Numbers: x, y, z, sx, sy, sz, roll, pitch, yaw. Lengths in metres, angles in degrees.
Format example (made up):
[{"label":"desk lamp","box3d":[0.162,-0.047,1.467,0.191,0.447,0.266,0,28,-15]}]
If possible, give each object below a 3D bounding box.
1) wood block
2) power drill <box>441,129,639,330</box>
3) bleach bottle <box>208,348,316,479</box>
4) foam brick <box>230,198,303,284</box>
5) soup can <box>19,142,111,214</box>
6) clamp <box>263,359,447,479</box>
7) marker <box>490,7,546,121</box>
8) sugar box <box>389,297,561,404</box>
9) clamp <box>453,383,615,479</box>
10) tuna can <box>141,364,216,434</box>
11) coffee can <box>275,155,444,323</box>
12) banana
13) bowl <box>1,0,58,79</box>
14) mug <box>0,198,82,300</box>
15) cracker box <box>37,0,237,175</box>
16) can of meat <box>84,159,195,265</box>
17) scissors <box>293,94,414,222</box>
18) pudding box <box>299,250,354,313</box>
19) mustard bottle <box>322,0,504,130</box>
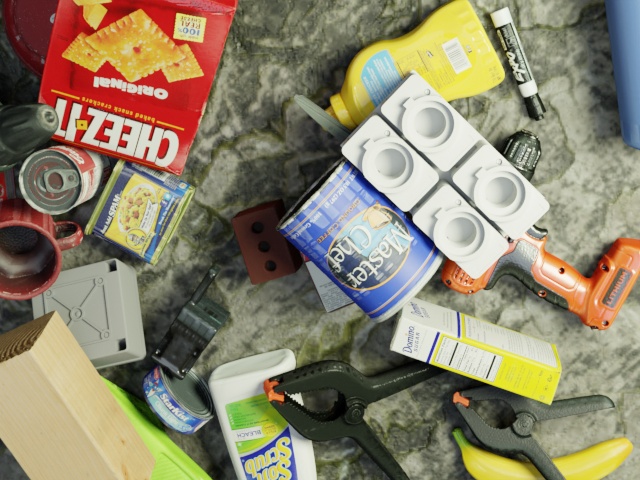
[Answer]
[{"label":"wood block","box3d":[-0.268,0.190,1.114,0.091,0.090,0.206,-25,109,14]},{"label":"power drill","box3d":[0.242,-0.002,1.119,0.187,0.057,0.184,25,105,3]},{"label":"bleach bottle","box3d":[-0.045,0.255,1.209,0.102,0.068,0.251,-15,103,9]},{"label":"foam brick","box3d":[-0.058,0.001,1.156,0.053,0.051,0.078,-17,101,11]},{"label":"soup can","box3d":[-0.270,-0.071,1.139,0.068,0.102,0.068,2,103,6]},{"label":"clamp","box3d":[0.042,0.172,1.162,0.209,0.036,0.165,21,102,-22]},{"label":"marker","box3d":[0.205,-0.180,1.100,0.020,0.020,0.121,-21,100,11]},{"label":"sugar box","box3d":[0.163,0.114,1.135,0.176,0.093,0.048,17,104,4]},{"label":"clamp","box3d":[0.224,0.211,1.162,0.171,0.039,0.120,11,76,14]},{"label":"tuna can","box3d":[-0.158,0.173,1.190,0.034,0.086,0.086,-41,95,15]},{"label":"coffee can","box3d":[0.040,-0.001,1.078,0.140,0.102,0.103,44,104,-7]},{"label":"banana","box3d":[0.244,0.249,1.184,0.198,0.037,0.069,2,103,7]},{"label":"bowl","box3d":[-0.269,-0.238,1.126,0.162,0.055,0.162,2,103,7]},{"label":"mug","box3d":[-0.315,0.002,1.152,0.117,0.081,0.093,-16,118,-6]},{"label":"cracker box","box3d":[-0.187,-0.181,1.064,0.164,0.072,0.214,16,129,-11]},{"label":"can of meat","box3d":[-0.195,-0.034,1.163,0.084,0.057,0.102,28,105,-2]},{"label":"scissors","box3d":[0.067,-0.095,1.098,0.096,0.016,0.201,-27,121,22]},{"label":"pudding box","box3d":[0.027,0.012,1.156,0.090,0.039,0.113,-22,101,9]},{"label":"mustard bottle","box3d":[0.085,-0.164,1.098,0.192,0.058,0.096,-27,104,12]}]
